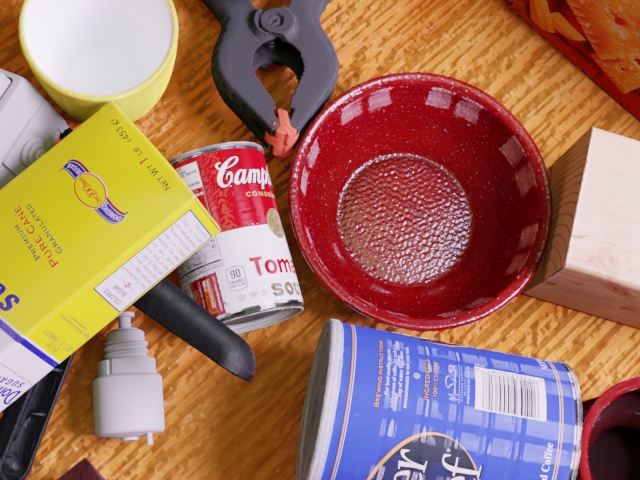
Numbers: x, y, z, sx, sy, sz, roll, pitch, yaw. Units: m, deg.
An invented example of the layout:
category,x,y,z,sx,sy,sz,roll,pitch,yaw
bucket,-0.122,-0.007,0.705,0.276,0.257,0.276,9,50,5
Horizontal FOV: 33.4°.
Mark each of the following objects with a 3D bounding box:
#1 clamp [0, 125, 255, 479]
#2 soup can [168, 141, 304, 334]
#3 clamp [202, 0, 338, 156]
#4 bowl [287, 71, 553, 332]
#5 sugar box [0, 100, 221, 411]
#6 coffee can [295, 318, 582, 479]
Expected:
category,x,y,z,sx,sy,sz,roll,pitch,yaw
clamp,-0.140,0.027,0.615,0.165,0.036,0.210,-31,61,10
soup can,-0.054,0.001,0.635,0.068,0.068,0.102,-13,78,-10
clamp,-0.041,-0.134,0.675,0.120,0.039,0.171,2,60,2
bowl,0.058,-0.020,0.661,0.162,0.055,0.162,1,77,-6
sugar box,-0.151,0.014,0.572,0.176,0.048,0.093,-39,58,-7
coffee can,0.063,0.107,0.607,0.140,0.103,0.103,11,76,-5
